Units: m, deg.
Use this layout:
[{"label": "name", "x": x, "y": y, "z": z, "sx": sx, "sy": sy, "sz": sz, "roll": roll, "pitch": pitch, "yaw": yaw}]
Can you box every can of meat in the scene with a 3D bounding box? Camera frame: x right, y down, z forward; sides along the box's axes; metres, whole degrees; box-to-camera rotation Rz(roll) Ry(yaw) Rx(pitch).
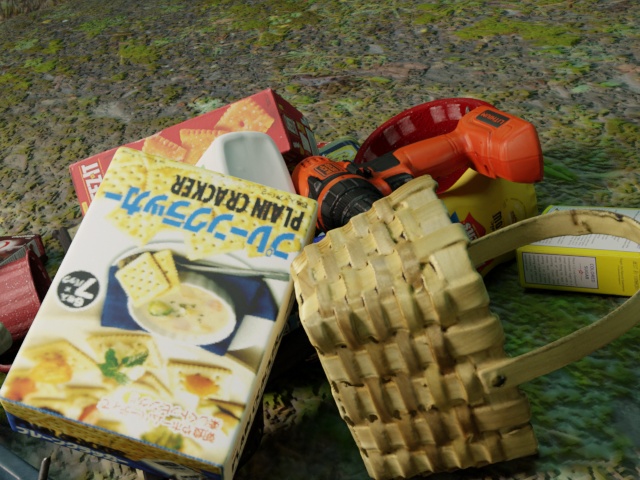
[{"label": "can of meat", "x": 0.013, "y": -0.059, "z": 1.152, "sx": 0.102, "sy": 0.057, "sz": 0.084, "roll": -28, "pitch": 28, "yaw": -2}]

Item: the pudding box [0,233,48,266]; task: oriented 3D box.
[{"label": "pudding box", "x": -0.379, "y": 0.029, "z": 1.202, "sx": 0.114, "sy": 0.039, "sz": 0.089, "roll": -1, "pitch": 27, "yaw": 26}]

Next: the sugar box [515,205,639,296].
[{"label": "sugar box", "x": 0.265, "y": 0.009, "z": 0.904, "sx": 0.176, "sy": 0.048, "sz": 0.093, "roll": 7, "pitch": 31, "yaw": 31}]

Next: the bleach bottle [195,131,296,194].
[{"label": "bleach bottle", "x": -0.107, "y": 0.001, "z": 0.976, "sx": 0.067, "sy": 0.102, "sz": 0.251, "roll": -7, "pitch": -20, "yaw": -32}]

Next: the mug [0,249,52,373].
[{"label": "mug", "x": -0.296, "y": 0.075, "z": 1.019, "sx": 0.081, "sy": 0.093, "sz": 0.117, "roll": -20, "pitch": 61, "yaw": -4}]

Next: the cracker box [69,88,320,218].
[{"label": "cracker box", "x": -0.119, "y": -0.076, "z": 1.072, "sx": 0.214, "sy": 0.072, "sz": 0.164, "roll": -19, "pitch": -5, "yaw": 10}]

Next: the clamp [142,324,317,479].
[{"label": "clamp", "x": -0.086, "y": 0.099, "z": 0.789, "sx": 0.165, "sy": 0.036, "sz": 0.209, "roll": 24, "pitch": 65, "yaw": 12}]

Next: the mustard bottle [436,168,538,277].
[{"label": "mustard bottle", "x": 0.116, "y": 0.001, "z": 0.934, "sx": 0.058, "sy": 0.096, "sz": 0.191, "roll": 15, "pitch": 36, "yaw": 41}]

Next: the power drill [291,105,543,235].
[{"label": "power drill", "x": 0.081, "y": -0.051, "z": 0.865, "sx": 0.187, "sy": 0.057, "sz": 0.185, "roll": -17, "pitch": 22, "yaw": -13}]

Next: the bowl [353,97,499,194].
[{"label": "bowl", "x": 0.116, "y": -0.074, "z": 1.074, "sx": 0.162, "sy": 0.055, "sz": 0.162, "roll": -17, "pitch": 38, "yaw": 13}]
